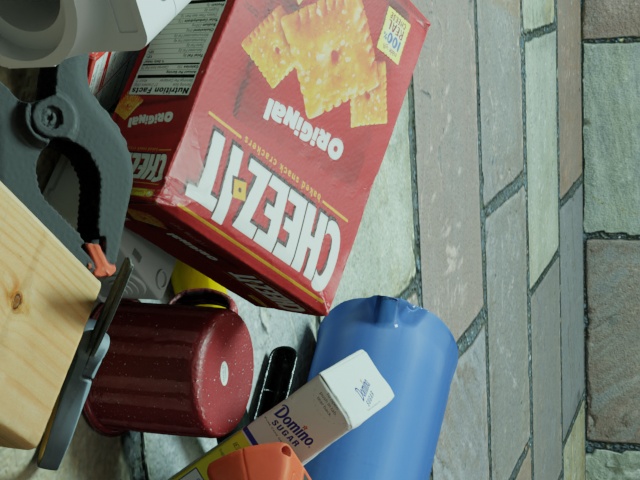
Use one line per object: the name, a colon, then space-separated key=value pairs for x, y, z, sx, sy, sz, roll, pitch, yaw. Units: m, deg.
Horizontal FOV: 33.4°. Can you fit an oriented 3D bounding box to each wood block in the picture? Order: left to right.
wood block: x=-0.187 y=0.002 z=0.428 sx=0.206 sy=0.090 sz=0.090 roll=59 pitch=41 yaw=-53

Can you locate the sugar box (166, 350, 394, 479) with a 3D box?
sugar box: x=-0.040 y=0.143 z=0.704 sx=0.048 sy=0.176 sz=0.093 roll=57 pitch=19 yaw=7

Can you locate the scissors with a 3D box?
scissors: x=-0.120 y=0.047 z=0.566 sx=0.096 sy=0.016 sz=0.202 roll=-88 pitch=-159 yaw=-48

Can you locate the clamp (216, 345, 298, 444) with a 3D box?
clamp: x=-0.058 y=0.188 z=0.827 sx=0.164 sy=0.036 sz=0.210 roll=16 pitch=79 yaw=-74

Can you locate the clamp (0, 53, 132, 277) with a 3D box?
clamp: x=-0.148 y=-0.060 z=0.514 sx=0.120 sy=0.039 sz=0.171 roll=-14 pitch=91 yaw=-29

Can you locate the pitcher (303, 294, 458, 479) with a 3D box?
pitcher: x=0.038 y=0.180 z=0.918 sx=0.149 sy=0.145 sz=0.242 roll=45 pitch=37 yaw=-21

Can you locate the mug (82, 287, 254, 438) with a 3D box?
mug: x=-0.090 y=0.074 z=0.686 sx=0.117 sy=0.082 sz=0.093 roll=-63 pitch=147 yaw=-47

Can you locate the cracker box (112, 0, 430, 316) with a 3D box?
cracker box: x=-0.027 y=-0.083 z=0.639 sx=0.164 sy=0.072 sz=0.213 roll=36 pitch=67 yaw=-46
